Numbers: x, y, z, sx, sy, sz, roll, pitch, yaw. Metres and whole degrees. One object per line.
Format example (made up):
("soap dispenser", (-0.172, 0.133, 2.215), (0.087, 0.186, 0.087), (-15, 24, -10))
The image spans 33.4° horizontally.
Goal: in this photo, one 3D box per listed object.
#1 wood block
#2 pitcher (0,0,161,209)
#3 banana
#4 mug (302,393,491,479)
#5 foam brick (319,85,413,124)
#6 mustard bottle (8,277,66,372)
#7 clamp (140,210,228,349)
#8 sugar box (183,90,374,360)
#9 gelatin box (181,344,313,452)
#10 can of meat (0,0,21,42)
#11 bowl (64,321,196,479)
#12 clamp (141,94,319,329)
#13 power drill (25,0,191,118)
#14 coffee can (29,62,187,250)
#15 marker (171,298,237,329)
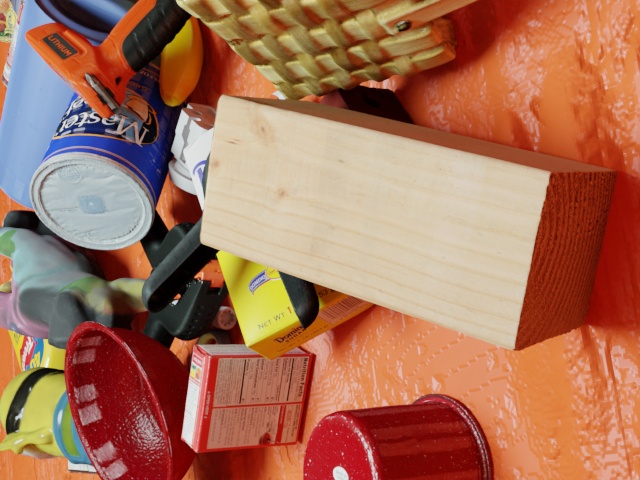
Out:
("wood block", (0.043, -0.017, 0.591), (0.206, 0.090, 0.090), (17, 104, 33))
("pitcher", (-0.237, -0.137, 1.042), (0.149, 0.144, 0.243), (-101, 30, -42))
("banana", (-0.142, -0.194, 0.945), (0.198, 0.069, 0.037), (60, 152, 27))
("mug", (0.045, 0.153, 0.646), (0.093, 0.081, 0.117), (-33, 62, 50))
("foam brick", (0.031, -0.059, 0.701), (0.051, 0.052, 0.078), (-58, 46, 37))
("mustard bottle", (-0.299, 0.124, 1.169), (0.096, 0.058, 0.192), (-61, 44, 34))
("clamp", (-0.124, 0.027, 0.888), (0.210, 0.036, 0.164), (-29, 63, 60))
("sugar box", (-0.032, -0.014, 0.764), (0.093, 0.048, 0.176), (-29, 62, 13))
("gelatin box", (-0.054, 0.114, 0.785), (0.030, 0.089, 0.073), (23, 108, 55))
("can of meat", (-0.351, -0.276, 1.261), (0.102, 0.057, 0.084), (23, 110, 54))
("bowl", (-0.143, 0.135, 0.858), (0.162, 0.055, 0.162), (24, 123, 44))
("clamp", (-0.057, -0.019, 0.724), (0.039, 0.120, 0.171), (78, -167, -61))
("power drill", (-0.149, -0.202, 0.878), (0.187, 0.057, 0.185), (-44, 50, -4))
("coffee can", (-0.178, -0.076, 0.914), (0.103, 0.102, 0.140), (-52, 20, 41))
("marker", (-0.111, 0.062, 0.931), (0.121, 0.020, 0.020), (4, 92, 55))
